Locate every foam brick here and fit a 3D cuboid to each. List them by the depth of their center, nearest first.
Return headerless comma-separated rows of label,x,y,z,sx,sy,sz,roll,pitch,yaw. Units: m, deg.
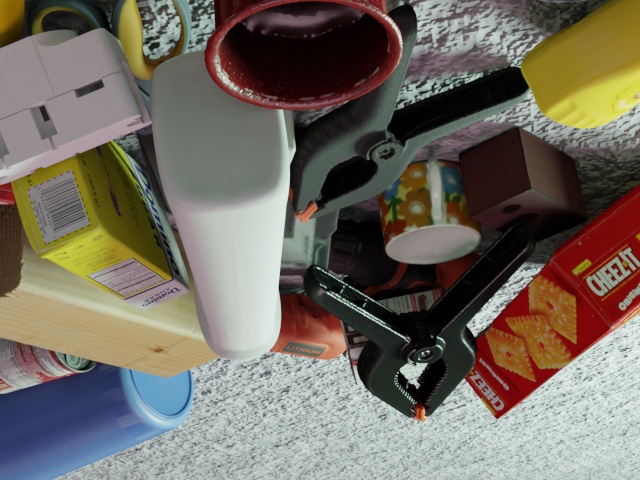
foam brick,0.144,-0.038,0.758,0.053,0.051,0.078,-26,148,38

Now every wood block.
wood block,-0.167,0.034,0.814,0.091,0.090,0.205,-24,149,34

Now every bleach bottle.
bleach bottle,-0.054,0.001,0.644,0.068,0.102,0.251,-8,153,-6

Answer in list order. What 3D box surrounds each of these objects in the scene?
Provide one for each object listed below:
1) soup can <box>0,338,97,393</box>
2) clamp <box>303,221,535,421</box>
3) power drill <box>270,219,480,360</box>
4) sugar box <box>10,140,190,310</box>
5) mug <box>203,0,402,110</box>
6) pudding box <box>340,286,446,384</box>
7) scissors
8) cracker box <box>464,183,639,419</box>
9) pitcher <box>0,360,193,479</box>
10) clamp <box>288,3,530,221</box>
soup can,-0.256,0.095,0.956,0.102,0.068,0.068,-18,152,27
clamp,0.083,0.067,0.800,0.164,0.036,0.210,-15,140,0
power drill,0.019,0.042,0.902,0.184,0.057,0.188,15,149,-36
sugar box,-0.135,-0.019,0.665,0.048,0.093,0.176,-22,164,7
mug,-0.017,-0.125,0.504,0.093,0.081,0.117,-19,152,27
pudding box,0.065,0.082,0.891,0.090,0.039,0.113,-12,157,1
scissors,-0.123,-0.080,0.625,0.096,0.016,0.202,5,144,-12
cracker box,0.210,0.040,0.837,0.164,0.072,0.214,-33,167,-25
pitcher,-0.242,0.159,1.047,0.243,0.149,0.144,-22,135,26
clamp,0.033,-0.074,0.655,0.172,0.039,0.120,-36,136,23
